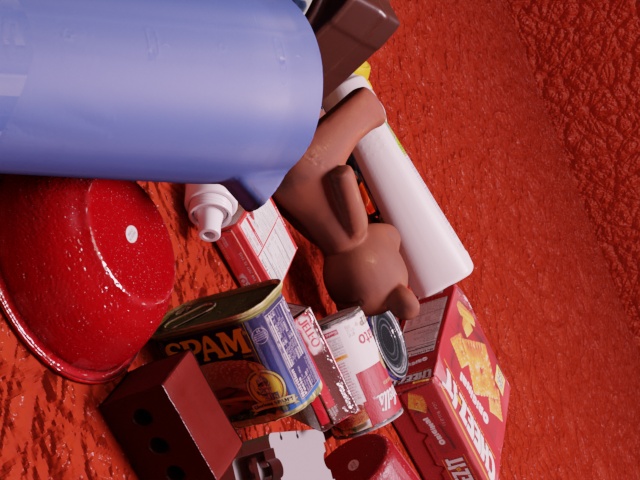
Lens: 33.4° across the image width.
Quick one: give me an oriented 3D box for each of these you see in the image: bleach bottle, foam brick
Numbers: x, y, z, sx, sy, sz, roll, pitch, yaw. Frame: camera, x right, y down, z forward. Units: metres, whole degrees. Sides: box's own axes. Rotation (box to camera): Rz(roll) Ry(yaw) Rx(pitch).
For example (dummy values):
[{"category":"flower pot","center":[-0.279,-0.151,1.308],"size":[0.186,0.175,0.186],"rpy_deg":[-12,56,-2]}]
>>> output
[{"category":"bleach bottle","center":[0.067,-0.068,1.072],"size":[0.251,0.068,0.102],"rpy_deg":[62,3,-2]},{"category":"foam brick","center":[-0.096,0.120,0.693],"size":[0.078,0.053,0.051],"rpy_deg":[62,23,-14]}]

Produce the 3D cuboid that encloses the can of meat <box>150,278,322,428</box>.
[{"category":"can of meat","center":[-0.059,0.083,0.749],"size":[0.084,0.102,0.057],"rpy_deg":[67,31,-14]}]

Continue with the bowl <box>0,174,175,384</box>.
[{"category":"bowl","center":[-0.141,0.007,0.684],"size":[0.162,0.055,0.162],"rpy_deg":[50,28,-40]}]

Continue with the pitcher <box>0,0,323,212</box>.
[{"category":"pitcher","center":[-0.128,-0.106,0.635],"size":[0.242,0.145,0.149],"rpy_deg":[-3,36,-44]}]

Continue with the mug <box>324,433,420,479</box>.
[{"category":"mug","center":[0.037,0.224,0.887],"size":[0.117,0.093,0.081],"rpy_deg":[-44,112,-27]}]

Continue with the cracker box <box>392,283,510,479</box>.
[{"category":"cracker box","center":[0.147,0.170,1.195],"size":[0.164,0.072,0.213],"rpy_deg":[61,24,-18]}]

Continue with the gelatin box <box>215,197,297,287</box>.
[{"category":"gelatin box","center":[-0.056,0.001,0.924],"size":[0.073,0.030,0.089],"rpy_deg":[62,23,-21]}]

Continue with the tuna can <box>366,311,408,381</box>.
[{"category":"tuna can","center":[0.057,0.105,1.093],"size":[0.086,0.034,0.086],"rpy_deg":[49,29,-41]}]

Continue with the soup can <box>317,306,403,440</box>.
[{"category":"soup can","center":[0.024,0.118,0.958],"size":[0.102,0.069,0.068],"rpy_deg":[68,22,-2]}]

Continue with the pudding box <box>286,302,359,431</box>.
[{"category":"pudding box","center":[-0.023,0.093,0.827],"size":[0.114,0.039,0.090],"rpy_deg":[2,-62,65]}]
